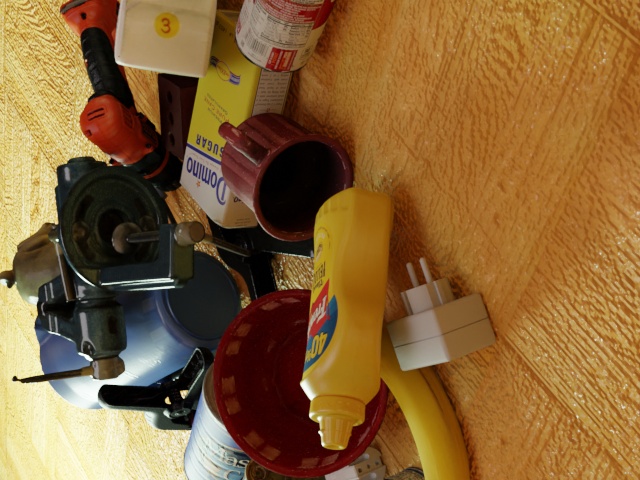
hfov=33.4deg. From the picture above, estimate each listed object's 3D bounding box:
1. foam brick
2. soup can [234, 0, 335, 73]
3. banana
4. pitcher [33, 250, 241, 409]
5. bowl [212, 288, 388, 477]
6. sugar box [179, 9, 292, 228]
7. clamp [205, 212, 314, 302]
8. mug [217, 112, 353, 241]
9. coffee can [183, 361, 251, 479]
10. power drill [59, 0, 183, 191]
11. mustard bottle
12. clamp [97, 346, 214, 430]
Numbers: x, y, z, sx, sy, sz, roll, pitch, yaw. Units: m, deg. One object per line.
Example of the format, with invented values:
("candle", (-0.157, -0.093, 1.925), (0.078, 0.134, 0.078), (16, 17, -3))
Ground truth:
("foam brick", (-0.126, -0.125, 1.050), (0.053, 0.051, 0.078), (34, 132, 48))
("soup can", (-0.024, -0.188, 0.834), (0.068, 0.068, 0.102), (60, 148, 22))
("banana", (0.074, 0.134, 0.854), (0.198, 0.037, 0.070), (58, 136, 14))
("pitcher", (-0.188, 0.100, 1.171), (0.243, 0.148, 0.145), (-26, 86, 45))
("bowl", (-0.011, 0.121, 0.932), (0.162, 0.055, 0.162), (0, 90, 21))
("sugar box", (-0.077, -0.108, 0.957), (0.093, 0.048, 0.176), (45, 128, 44))
("clamp", (-0.057, 0.001, 1.011), (0.210, 0.036, 0.165), (58, 141, 31))
("mug", (-0.040, -0.062, 0.886), (0.093, 0.117, 0.082), (-55, 39, 4))
("coffee can", (-0.078, 0.190, 1.076), (0.103, 0.102, 0.140), (55, 145, 29))
("power drill", (-0.203, -0.153, 1.112), (0.184, 0.057, 0.188), (48, -159, -67))
("mustard bottle", (0.019, 0.063, 0.812), (0.096, 0.058, 0.191), (130, 149, -62))
("clamp", (-0.144, 0.159, 1.110), (0.171, 0.120, 0.039), (49, -157, -65))
